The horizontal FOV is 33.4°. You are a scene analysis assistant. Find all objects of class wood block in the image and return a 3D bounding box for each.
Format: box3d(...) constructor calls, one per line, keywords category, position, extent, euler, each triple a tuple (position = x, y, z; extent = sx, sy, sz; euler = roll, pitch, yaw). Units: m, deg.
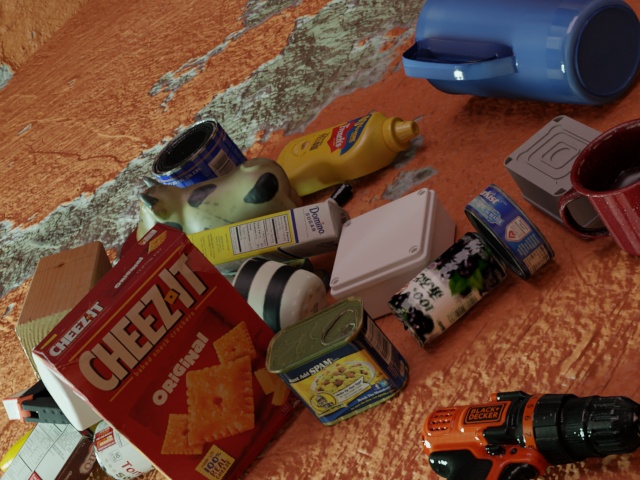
box3d(category="wood block", position=(-0.307, 0.087, 1.325), extent=(0.091, 0.090, 0.206), euler=(-17, 22, 0))

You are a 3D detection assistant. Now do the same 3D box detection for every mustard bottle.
box3d(category="mustard bottle", position=(0.036, -0.109, 1.285), extent=(0.192, 0.058, 0.096), euler=(-15, 31, 38))

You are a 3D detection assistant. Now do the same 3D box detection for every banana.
box3d(category="banana", position=(-0.291, 0.225, 1.204), extent=(0.198, 0.037, 0.069), euler=(-14, 35, 40))

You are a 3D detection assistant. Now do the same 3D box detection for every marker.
box3d(category="marker", position=(-0.005, -0.022, 1.247), extent=(0.121, 0.020, 0.020), euler=(-47, 28, -15))

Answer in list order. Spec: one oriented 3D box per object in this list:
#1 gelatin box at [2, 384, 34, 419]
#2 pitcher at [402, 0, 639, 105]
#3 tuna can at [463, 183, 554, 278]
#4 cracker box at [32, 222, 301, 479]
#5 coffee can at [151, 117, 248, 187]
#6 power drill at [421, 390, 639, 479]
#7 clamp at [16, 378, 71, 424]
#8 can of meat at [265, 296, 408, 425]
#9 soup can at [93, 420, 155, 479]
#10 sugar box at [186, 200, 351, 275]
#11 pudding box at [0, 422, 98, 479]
box3d(category="gelatin box", position=(-0.324, 0.188, 1.280), extent=(0.089, 0.030, 0.073), euler=(-11, 9, 41))
box3d(category="pitcher", position=(0.212, -0.207, 1.142), extent=(0.243, 0.144, 0.149), euler=(23, 86, 56))
box3d(category="tuna can", position=(0.166, -0.007, 0.946), extent=(0.034, 0.086, 0.086), euler=(-40, 27, 0))
box3d(category="cracker box", position=(-0.125, 0.117, 0.973), extent=(0.164, 0.213, 0.072), euler=(-48, 29, -17))
box3d(category="coffee can", position=(-0.127, -0.067, 1.331), extent=(0.103, 0.140, 0.103), euler=(-30, 29, 18))
box3d(category="power drill", position=(0.127, 0.186, 0.738), extent=(0.185, 0.057, 0.187), euler=(-16, 32, 44))
box3d(category="clamp", position=(-0.244, 0.153, 1.160), extent=(0.171, 0.039, 0.120), euler=(-9, 25, -16))
box3d(category="can of meat", position=(0.017, 0.110, 0.953), extent=(0.102, 0.084, 0.057), euler=(-27, 29, 21))
box3d(category="soup can", position=(-0.169, 0.193, 1.072), extent=(0.102, 0.068, 0.068), euler=(-28, 29, 21))
box3d(category="sugar box", position=(-0.058, 0.001, 1.151), extent=(0.176, 0.048, 0.093), euler=(-15, -11, 13))
box3d(category="pudding box", position=(-0.287, 0.241, 1.136), extent=(0.090, 0.039, 0.113), euler=(26, 80, 50))
